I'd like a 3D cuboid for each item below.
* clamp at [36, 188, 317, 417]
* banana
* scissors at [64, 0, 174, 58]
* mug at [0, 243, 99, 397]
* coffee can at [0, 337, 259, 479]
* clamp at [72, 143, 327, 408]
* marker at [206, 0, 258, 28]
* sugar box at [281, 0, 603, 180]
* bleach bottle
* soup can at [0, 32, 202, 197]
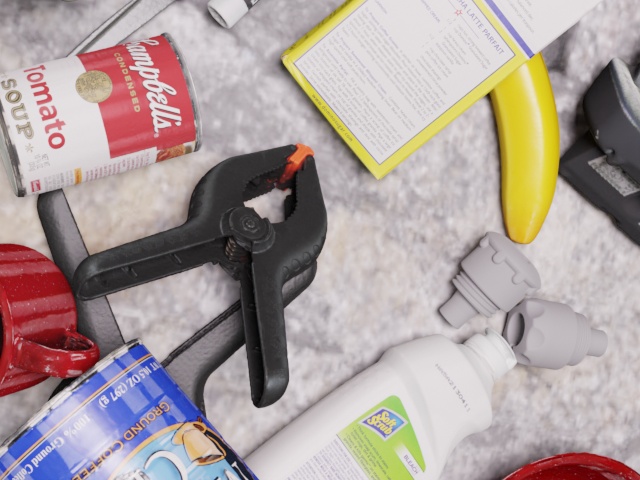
[{"bbox_3d":[-0.112,0.074,0.611,0.164,0.036,0.210,23,87,-11],"label":"clamp"},{"bbox_3d":[0.108,-0.096,0.662,0.070,0.037,0.198,-27,99,12],"label":"banana"},{"bbox_3d":[-0.062,-0.144,0.620,0.096,0.016,0.201,36,85,-15],"label":"scissors"},{"bbox_3d":[-0.169,0.046,0.551,0.117,0.081,0.093,13,95,14],"label":"mug"},{"bbox_3d":[-0.085,0.135,0.536,0.102,0.103,0.140,-41,87,-9],"label":"coffee can"},{"bbox_3d":[-0.054,0.001,0.579,0.120,0.039,0.171,29,44,-9],"label":"clamp"},{"bbox_3d":[-0.016,-0.168,0.612,0.121,0.020,0.020,-45,104,-9],"label":"marker"},{"bbox_3d":[0.072,-0.126,0.613,0.176,0.048,0.093,-38,103,10],"label":"sugar box"},{"bbox_3d":[0.019,0.145,0.639,0.250,0.068,0.102,-37,100,-12],"label":"bleach bottle"},{"bbox_3d":[-0.123,-0.068,0.578,0.102,0.069,0.068,-17,98,-18],"label":"soup can"}]
